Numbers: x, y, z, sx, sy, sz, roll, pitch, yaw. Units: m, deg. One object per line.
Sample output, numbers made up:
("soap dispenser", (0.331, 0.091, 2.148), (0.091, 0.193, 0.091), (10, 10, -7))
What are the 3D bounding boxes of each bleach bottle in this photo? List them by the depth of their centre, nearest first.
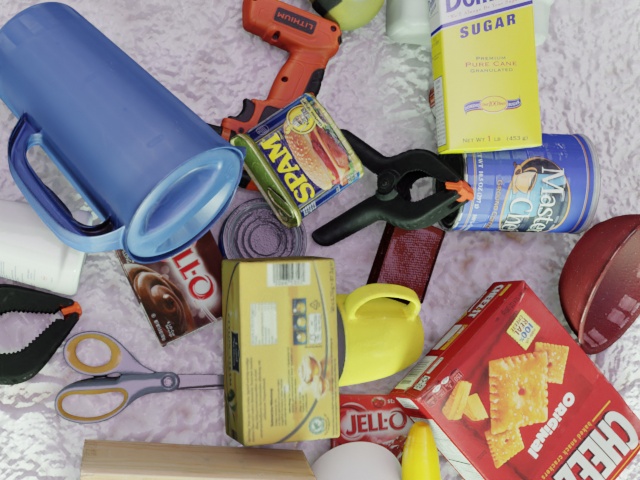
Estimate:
("bleach bottle", (-0.337, -0.013, 0.961), (0.250, 0.103, 0.068), (13, 68, -10))

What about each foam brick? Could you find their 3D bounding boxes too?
("foam brick", (0.084, 0.020, 1.067), (0.051, 0.053, 0.078), (21, 78, -8))

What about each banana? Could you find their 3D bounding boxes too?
("banana", (0.119, 0.260, 1.028), (0.069, 0.037, 0.197), (-46, 119, -22))

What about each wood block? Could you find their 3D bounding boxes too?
("wood block", (-0.116, 0.241, 0.971), (0.206, 0.090, 0.091), (5, 96, -10))

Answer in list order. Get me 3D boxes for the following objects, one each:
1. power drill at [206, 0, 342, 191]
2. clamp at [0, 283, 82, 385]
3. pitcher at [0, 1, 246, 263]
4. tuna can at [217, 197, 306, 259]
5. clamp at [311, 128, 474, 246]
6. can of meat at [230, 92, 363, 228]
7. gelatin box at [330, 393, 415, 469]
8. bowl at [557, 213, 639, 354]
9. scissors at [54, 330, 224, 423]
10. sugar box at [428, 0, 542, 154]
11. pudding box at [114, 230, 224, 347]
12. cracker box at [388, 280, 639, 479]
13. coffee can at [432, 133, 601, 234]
("power drill", (-0.068, -0.144, 1.056), (0.184, 0.057, 0.187), (19, 83, -12))
("clamp", (-0.320, 0.108, 0.983), (0.209, 0.036, 0.164), (-13, 85, -13))
("pitcher", (-0.199, -0.099, 0.954), (0.243, 0.149, 0.145), (44, 103, 20))
("tuna can", (-0.057, 0.001, 1.050), (0.086, 0.034, 0.086), (1, 83, -11))
("clamp", (0.067, -0.060, 1.040), (0.172, 0.039, 0.120), (-6, 80, 30))
("can of meat", (-0.021, -0.077, 1.005), (0.083, 0.057, 0.102), (-36, 97, -17))
("gelatin box", (0.054, 0.188, 1.051), (0.089, 0.030, 0.073), (3, 82, -11))
("bowl", (0.289, 0.033, 1.077), (0.055, 0.162, 0.162), (33, 74, 34))
("scissors", (-0.158, 0.119, 1.025), (0.201, 0.016, 0.096), (-15, 86, -13))
("sugar box", (0.153, -0.172, 0.996), (0.093, 0.048, 0.176), (-4, 92, -8))
("pudding box", (-0.137, 0.034, 1.028), (0.090, 0.039, 0.113), (-25, 89, -14))
("cracker box", (0.199, 0.170, 1.045), (0.164, 0.072, 0.213), (-44, 100, -17))
("coffee can", (0.194, -0.059, 1.073), (0.140, 0.103, 0.103), (1, 83, -11))
